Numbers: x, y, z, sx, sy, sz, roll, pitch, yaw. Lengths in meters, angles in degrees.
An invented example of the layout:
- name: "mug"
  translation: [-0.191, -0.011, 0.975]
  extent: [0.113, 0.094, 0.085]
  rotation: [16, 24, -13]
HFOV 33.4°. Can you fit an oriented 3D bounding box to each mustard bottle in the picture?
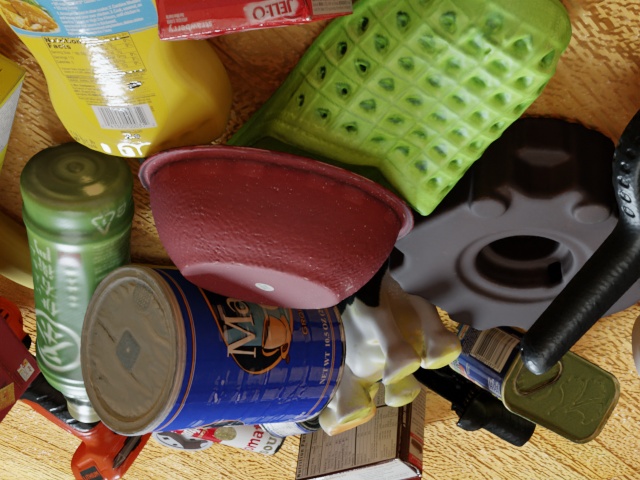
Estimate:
- name: "mustard bottle"
  translation: [-0.113, -0.121, 0.534]
  extent: [0.096, 0.058, 0.191]
  rotation: [1, 147, 15]

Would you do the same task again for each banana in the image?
- name: "banana"
  translation: [-0.172, 0.019, 0.775]
  extent: [0.197, 0.037, 0.070]
  rotation: [21, 144, -21]

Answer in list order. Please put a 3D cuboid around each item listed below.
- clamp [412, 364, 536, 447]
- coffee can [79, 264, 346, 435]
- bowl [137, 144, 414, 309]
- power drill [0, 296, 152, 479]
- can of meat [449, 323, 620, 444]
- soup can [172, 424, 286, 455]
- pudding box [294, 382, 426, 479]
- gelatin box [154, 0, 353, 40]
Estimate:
- name: "clamp"
  translation: [0.115, 0.122, 0.856]
  extent: [0.039, 0.120, 0.171]
  rotation: [-49, 144, 6]
- name: "coffee can"
  translation: [-0.068, 0.070, 0.690]
  extent: [0.140, 0.103, 0.103]
  rotation: [5, 156, -45]
- name: "bowl"
  translation: [-0.030, 0.001, 0.611]
  extent: [0.162, 0.055, 0.162]
  rotation: [9, 164, 2]
- name: "power drill"
  translation: [-0.244, 0.133, 0.896]
  extent: [0.187, 0.057, 0.185]
  rotation: [40, 146, -13]
- name: "can of meat"
  translation: [0.154, 0.097, 0.785]
  extent: [0.102, 0.057, 0.084]
  rotation: [28, -179, -29]
- name: "soup can"
  translation: [-0.081, 0.140, 0.914]
  extent: [0.102, 0.068, 0.069]
  rotation: [17, 145, -16]
- name: "pudding box"
  translation: [0.034, 0.162, 0.906]
  extent: [0.114, 0.090, 0.039]
  rotation: [-22, 137, 35]
- name: "gelatin box"
  translation: [-0.030, -0.115, 0.508]
  extent: [0.073, 0.089, 0.030]
  rotation: [-4, 103, 15]
